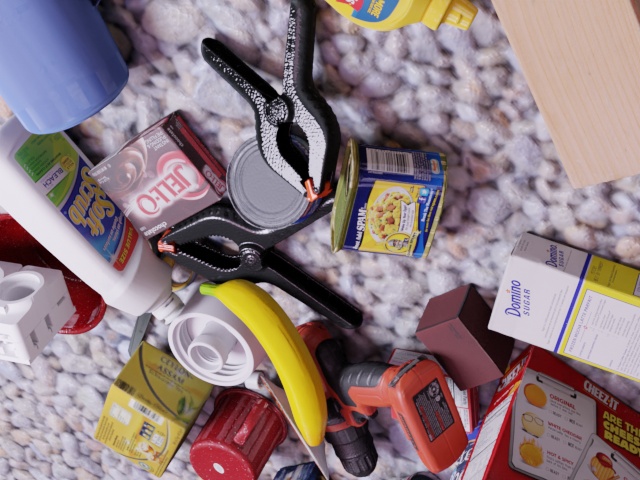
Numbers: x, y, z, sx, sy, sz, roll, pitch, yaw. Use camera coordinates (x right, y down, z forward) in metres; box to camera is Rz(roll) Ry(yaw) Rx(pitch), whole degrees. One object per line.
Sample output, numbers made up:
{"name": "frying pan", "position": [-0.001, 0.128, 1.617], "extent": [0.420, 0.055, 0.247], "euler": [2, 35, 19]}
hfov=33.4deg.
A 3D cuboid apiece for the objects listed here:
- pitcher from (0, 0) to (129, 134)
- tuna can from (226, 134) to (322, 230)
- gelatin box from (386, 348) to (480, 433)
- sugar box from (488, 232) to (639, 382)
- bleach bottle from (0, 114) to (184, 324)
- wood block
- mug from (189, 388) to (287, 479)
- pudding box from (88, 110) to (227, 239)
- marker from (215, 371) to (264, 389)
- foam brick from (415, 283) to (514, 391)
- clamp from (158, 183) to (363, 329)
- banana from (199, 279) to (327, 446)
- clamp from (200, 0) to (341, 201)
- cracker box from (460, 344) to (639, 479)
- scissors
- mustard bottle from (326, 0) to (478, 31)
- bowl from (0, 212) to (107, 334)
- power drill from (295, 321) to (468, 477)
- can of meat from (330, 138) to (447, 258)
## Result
{"name": "pitcher", "position": [-0.255, -0.220, 0.906], "extent": [0.149, 0.144, 0.242], "euler": [1, 130, 41]}
{"name": "tuna can", "position": [-0.039, -0.054, 0.959], "extent": [0.086, 0.033, 0.086], "euler": [4, 100, 24]}
{"name": "gelatin box", "position": [0.114, 0.150, 1.065], "extent": [0.089, 0.030, 0.073], "euler": [7, 127, 23]}
{"name": "sugar box", "position": [0.242, 0.063, 0.925], "extent": [0.176, 0.048, 0.093], "euler": [22, 132, 15]}
{"name": "bleach bottle", "position": [-0.228, -0.018, 1.058], "extent": [0.250, 0.102, 0.068], "euler": [46, 134, -14]}
{"name": "wood block", "position": [0.191, -0.152, 0.754], "extent": [0.091, 0.090, 0.206], "euler": [-14, 117, 33]}
{"name": "mug", "position": [-0.089, 0.219, 1.184], "extent": [0.093, 0.081, 0.117], "euler": [34, 133, -2]}
{"name": "pudding box", "position": [-0.154, -0.061, 1.027], "extent": [0.114, 0.039, 0.090], "euler": [-25, 112, 38]}
{"name": "marker", "position": [-0.119, 0.152, 1.189], "extent": [0.121, 0.020, 0.020], "euler": [1, 125, 25]}
{"name": "foam brick", "position": [0.136, 0.090, 0.994], "extent": [0.053, 0.051, 0.078], "euler": [-25, 112, 37]}
{"name": "clamp", "position": [-0.057, 0.001, 1.029], "extent": [0.210, 0.036, 0.165], "euler": [12, 128, 13]}
{"name": "banana", "position": [-0.040, 0.110, 1.041], "extent": [0.198, 0.037, 0.070], "euler": [56, 145, 0]}
{"name": "clamp", "position": [-0.023, -0.121, 0.895], "extent": [0.120, 0.039, 0.171], "euler": [-29, 91, 41]}
{"name": "cracker box", "position": [0.213, 0.221, 0.947], "extent": [0.164, 0.213, 0.072], "euler": [35, 134, -2]}
{"name": "scissors", "position": [-0.197, 0.051, 1.152], "extent": [0.096, 0.016, 0.202], "euler": [42, 131, -6]}
{"name": "mustard bottle", "position": [0.032, -0.213, 0.806], "extent": [0.191, 0.058, 0.096], "euler": [30, 133, 2]}
{"name": "bowl", "position": [-0.289, 0.023, 1.148], "extent": [0.162, 0.055, 0.162], "euler": [14, 130, 17]}
{"name": "power drill", "position": [0.055, 0.171, 1.050], "extent": [0.188, 0.057, 0.184], "euler": [3, 123, 51]}
{"name": "can of meat", "position": [0.058, -0.033, 0.917], "extent": [0.084, 0.057, 0.102], "euler": [6, 132, -7]}
